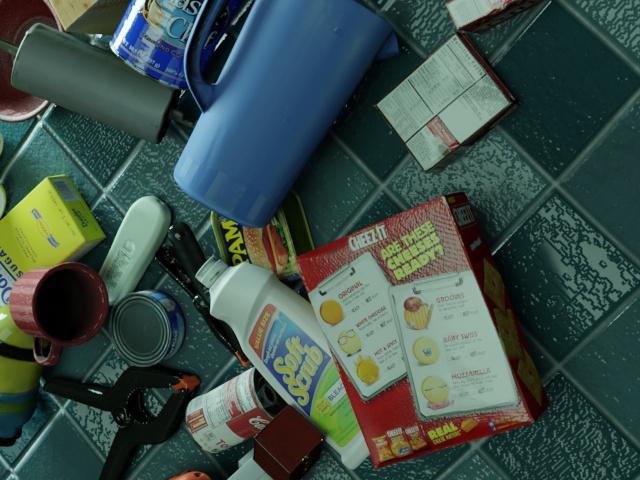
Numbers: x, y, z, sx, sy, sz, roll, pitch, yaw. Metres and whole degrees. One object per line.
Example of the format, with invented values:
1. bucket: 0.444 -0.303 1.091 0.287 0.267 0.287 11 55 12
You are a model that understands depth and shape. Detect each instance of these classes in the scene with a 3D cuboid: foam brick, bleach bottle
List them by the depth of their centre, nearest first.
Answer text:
1. foam brick: -0.033 0.212 1.084 0.051 0.078 0.053 41 68 16
2. bleach bottle: -0.028 0.113 1.088 0.251 0.068 0.103 41 112 1

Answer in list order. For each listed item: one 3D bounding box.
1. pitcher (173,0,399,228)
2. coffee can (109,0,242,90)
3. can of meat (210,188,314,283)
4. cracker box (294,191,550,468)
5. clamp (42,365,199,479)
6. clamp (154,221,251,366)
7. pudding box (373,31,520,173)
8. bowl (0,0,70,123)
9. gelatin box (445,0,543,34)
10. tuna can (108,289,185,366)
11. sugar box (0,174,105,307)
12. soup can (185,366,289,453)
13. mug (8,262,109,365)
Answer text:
1. pitcher: -0.051 -0.143 1.034 0.149 0.144 0.243 35 100 27
2. coffee can: -0.144 -0.243 1.113 0.103 0.102 0.140 39 112 17
3. can of meat: -0.057 0.002 1.127 0.084 0.057 0.102 -17 89 25
4. cracker box: 0.094 0.083 0.987 0.164 0.072 0.214 -23 86 26
5. clamp: -0.223 0.214 1.247 0.210 0.036 0.164 -22 86 27
6. clamp: -0.120 0.055 1.148 0.039 0.120 0.171 -39 80 -17
7. pudding box: 0.121 -0.132 1.031 0.114 0.039 0.090 -40 78 23
8. bowl: -0.343 -0.218 1.243 0.162 0.055 0.162 4 98 26
9. gelatin box: 0.169 -0.222 0.976 0.089 0.073 0.030 -24 86 26
10. tuna can: -0.198 0.100 1.222 0.086 0.033 0.086 3 98 26
11. sugar box: -0.346 0.008 1.279 0.176 0.048 0.093 -37 80 24
12. soup can: -0.089 0.183 1.159 0.102 0.068 0.068 -30 83 27
13. mug: -0.301 0.083 1.204 0.082 0.093 0.117 -2 79 51
